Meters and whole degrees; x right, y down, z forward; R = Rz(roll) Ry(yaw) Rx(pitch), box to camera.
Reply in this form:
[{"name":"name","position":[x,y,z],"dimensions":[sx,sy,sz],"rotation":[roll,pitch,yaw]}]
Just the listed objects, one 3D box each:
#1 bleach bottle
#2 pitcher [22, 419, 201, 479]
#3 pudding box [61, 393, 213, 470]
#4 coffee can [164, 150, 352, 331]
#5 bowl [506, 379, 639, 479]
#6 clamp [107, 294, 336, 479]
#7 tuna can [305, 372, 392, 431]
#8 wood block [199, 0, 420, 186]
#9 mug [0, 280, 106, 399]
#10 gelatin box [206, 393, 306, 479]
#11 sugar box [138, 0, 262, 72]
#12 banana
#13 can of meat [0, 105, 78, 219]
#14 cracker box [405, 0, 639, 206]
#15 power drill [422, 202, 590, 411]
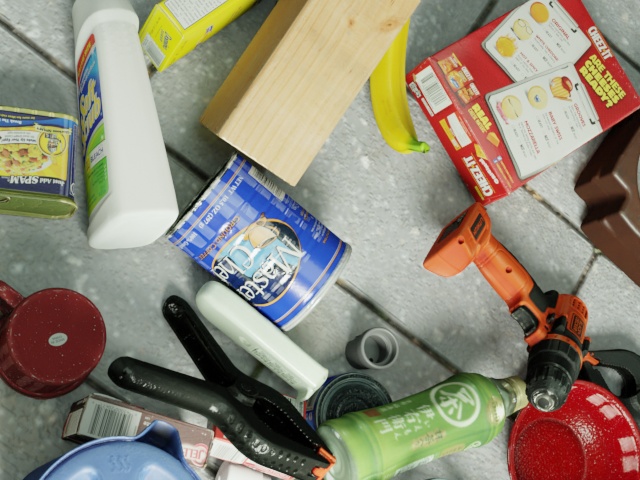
[{"name":"bleach bottle","position":[-0.188,-0.126,0.968],"dimensions":[0.068,0.103,0.251],"rotation":[-4,73,-30]},{"name":"pitcher","position":[-0.178,0.227,0.803],"dimensions":[0.149,0.243,0.145],"rotation":[-19,86,-24]},{"name":"pudding box","position":[-0.157,0.166,0.910],"dimensions":[0.113,0.090,0.039],"rotation":[22,69,-16]},{"name":"coffee can","position":[-0.056,0.001,0.979],"dimensions":[0.140,0.103,0.102],"rotation":[40,67,-9]},{"name":"bowl","position":[0.246,0.222,1.077],"dimensions":[0.162,0.055,0.162],"rotation":[5,77,-21]},{"name":"clamp","position":[-0.080,0.137,0.905],"dimensions":[0.210,0.164,0.036],"rotation":[40,109,3]},{"name":"tuna can","position":[0.028,0.168,1.013],"dimensions":[0.086,0.034,0.086],"rotation":[5,77,-21]},{"name":"wood block","position":[-0.013,-0.166,0.991],"dimensions":[0.090,0.091,0.206],"rotation":[33,93,-24]},{"name":"mug","position":[-0.236,0.076,0.902],"dimensions":[0.117,0.082,0.093],"rotation":[48,66,-6]},{"name":"gelatin box","position":[-0.058,0.169,0.966],"dimensions":[0.089,0.030,0.073],"rotation":[21,40,-17]},{"name":"sugar box","position":[-0.090,-0.236,1.024],"dimensions":[0.176,0.093,0.048],"rotation":[-38,94,-24]},{"name":"banana","position":[0.079,-0.167,1.091],"dimensions":[0.037,0.070,0.198],"rotation":[13,64,-43]},{"name":"can of meat","position":[-0.265,-0.069,0.937],"dimensions":[0.102,0.058,0.084],"rotation":[6,74,-21]},{"name":"cracker box","position":[0.217,-0.158,1.142],"dimensions":[0.213,0.072,0.164],"rotation":[-32,92,-25]},{"name":"power drill","position":[0.186,0.063,1.050],"dimensions":[0.187,0.057,0.184],"rotation":[47,30,-5]}]
